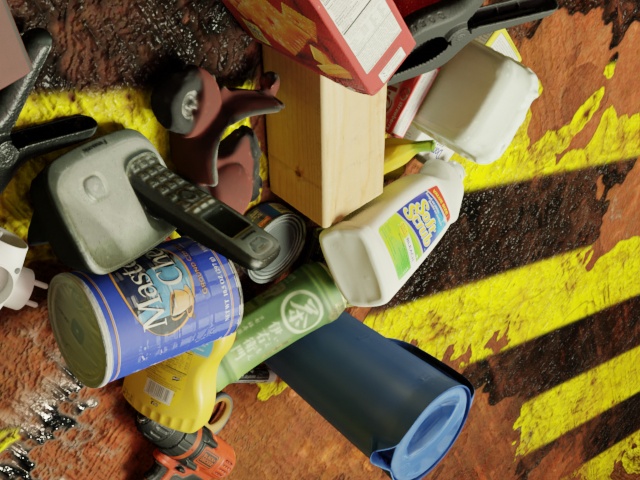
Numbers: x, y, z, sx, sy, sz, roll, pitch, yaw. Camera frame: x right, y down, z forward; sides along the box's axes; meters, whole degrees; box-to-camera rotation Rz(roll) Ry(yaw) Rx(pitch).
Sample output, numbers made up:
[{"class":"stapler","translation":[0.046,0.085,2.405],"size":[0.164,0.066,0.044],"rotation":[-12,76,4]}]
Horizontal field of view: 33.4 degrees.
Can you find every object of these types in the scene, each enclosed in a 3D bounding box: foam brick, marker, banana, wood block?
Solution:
[{"class":"foam brick","translation":[-0.249,-0.148,0.756],"size":[0.051,0.053,0.078],"rotation":[-39,143,-24]},{"class":"marker","translation":[-0.095,0.160,1.266],"size":[0.120,0.020,0.020],"rotation":[10,111,-55]},{"class":"banana","translation":[0.075,-0.088,1.189],"size":[0.198,0.069,0.037],"rotation":[164,-66,-84]},{"class":"wood block","translation":[0.005,-0.129,1.068],"size":[0.090,0.091,0.206],"rotation":[-33,142,-30]}]

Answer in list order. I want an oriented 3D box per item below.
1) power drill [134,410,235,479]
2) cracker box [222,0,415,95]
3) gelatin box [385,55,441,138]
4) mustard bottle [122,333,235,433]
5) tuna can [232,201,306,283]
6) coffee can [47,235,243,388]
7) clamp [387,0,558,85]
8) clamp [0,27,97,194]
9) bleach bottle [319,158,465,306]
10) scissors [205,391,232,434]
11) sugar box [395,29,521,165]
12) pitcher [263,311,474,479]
[{"class":"power drill","translation":[-0.196,0.272,1.187],"size":[0.187,0.057,0.184],"rotation":[-46,142,-4]},{"class":"cracker box","translation":[-0.033,-0.220,0.867],"size":[0.072,0.164,0.213],"rotation":[-54,148,-6]},{"class":"gelatin box","translation":[0.076,-0.165,1.143],"size":[0.030,0.073,0.089],"rotation":[12,109,-55]},{"class":"mustard bottle","translation":[-0.136,0.094,1.081],"size":[0.058,0.096,0.192],"rotation":[-28,141,-60]},{"class":"tuna can","translation":[-0.058,0.001,1.157],"size":[0.086,0.034,0.086],"rotation":[-33,142,-31]},{"class":"coffee can","translation":[-0.154,0.059,0.944],"size":[0.140,0.103,0.103],"rotation":[-19,133,-36]},{"class":"clamp","translation":[0.131,-0.219,1.043],"size":[0.210,0.036,0.164],"rotation":[-28,158,7]},{"class":"clamp","translation":[-0.248,-0.073,0.839],"size":[0.171,0.039,0.120],"rotation":[-49,145,-10]},{"class":"bleach bottle","translation":[0.097,-0.030,1.198],"size":[0.250,0.068,0.102],"rotation":[-45,120,-46]},{"class":"scissors","translation":[-0.143,0.255,1.290],"size":[0.096,0.016,0.202],"rotation":[-30,140,-29]},{"class":"sugar box","translation":[0.164,-0.175,1.277],"size":[0.176,0.048,0.093],"rotation":[-51,148,1]},{"class":"pitcher","translation":[0.052,0.160,1.248],"size":[0.145,0.243,0.149],"rotation":[-53,148,-4]}]
